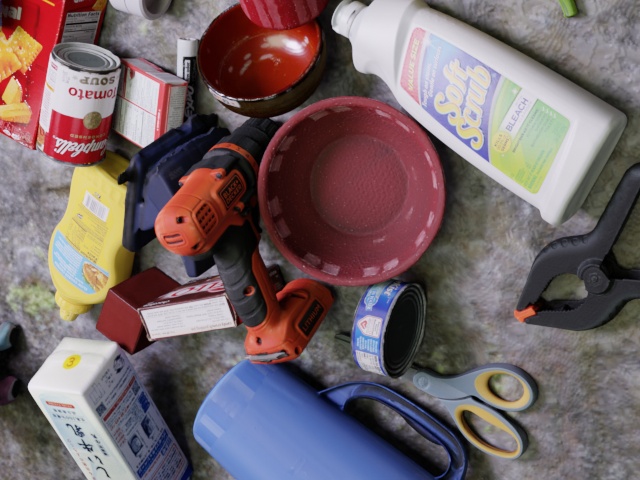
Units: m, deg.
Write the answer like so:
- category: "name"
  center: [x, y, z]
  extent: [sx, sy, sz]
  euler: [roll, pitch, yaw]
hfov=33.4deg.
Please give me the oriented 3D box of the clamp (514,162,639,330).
- category: "clamp"
  center: [0.234, 0.030, 0.849]
  extent: [0.120, 0.039, 0.172]
  euler: [54, 129, 11]

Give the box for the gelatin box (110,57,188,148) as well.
- category: "gelatin box"
  center: [-0.165, -0.129, 1.024]
  extent: [0.089, 0.030, 0.073]
  euler: [31, 120, 43]

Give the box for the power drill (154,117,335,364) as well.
- category: "power drill"
  center: [-0.056, 0.001, 0.954]
  extent: [0.057, 0.184, 0.187]
  euler: [-10, 120, 36]

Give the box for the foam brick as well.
- category: "foam brick"
  center: [-0.180, 0.071, 1.080]
  extent: [0.051, 0.078, 0.053]
  euler: [34, 119, 16]

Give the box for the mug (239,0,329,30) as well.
- category: "mug"
  center: [-0.037, -0.239, 0.890]
  extent: [0.093, 0.081, 0.117]
  euler: [-13, 60, 6]

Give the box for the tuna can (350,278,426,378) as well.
- category: "tuna can"
  center: [0.060, 0.076, 0.936]
  extent: [0.034, 0.086, 0.086]
  euler: [12, 111, 28]

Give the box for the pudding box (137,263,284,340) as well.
- category: "pudding box"
  center: [-0.103, 0.059, 1.024]
  extent: [0.114, 0.089, 0.039]
  euler: [-14, 98, 33]

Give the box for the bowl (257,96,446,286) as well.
- category: "bowl"
  center: [0.030, -0.044, 0.920]
  extent: [0.162, 0.055, 0.162]
  euler: [2, 100, 11]

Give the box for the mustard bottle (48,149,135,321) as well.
- category: "mustard bottle"
  center: [-0.233, 0.007, 1.103]
  extent: [0.096, 0.058, 0.192]
  euler: [37, 120, 17]

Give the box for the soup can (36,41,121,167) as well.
- category: "soup can"
  center: [-0.232, -0.131, 1.027]
  extent: [0.069, 0.068, 0.102]
  euler: [28, 120, 20]

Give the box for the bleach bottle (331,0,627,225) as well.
- category: "bleach bottle"
  center: [0.113, -0.119, 0.861]
  extent: [0.251, 0.068, 0.103]
  euler: [34, 117, 20]

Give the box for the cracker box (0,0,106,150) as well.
- category: "cracker box"
  center: [-0.307, -0.220, 1.068]
  extent: [0.164, 0.072, 0.214]
  euler: [29, 117, 20]

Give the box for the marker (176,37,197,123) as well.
- category: "marker"
  center: [-0.130, -0.133, 1.023]
  extent: [0.020, 0.020, 0.121]
  euler: [15, 112, 26]

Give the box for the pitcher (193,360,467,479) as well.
- category: "pitcher"
  center: [0.008, 0.208, 0.994]
  extent: [0.243, 0.149, 0.145]
  euler: [37, 135, 19]

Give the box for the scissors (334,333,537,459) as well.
- category: "scissors"
  center: [0.110, 0.116, 0.962]
  extent: [0.202, 0.016, 0.096]
  euler: [39, 119, 15]
